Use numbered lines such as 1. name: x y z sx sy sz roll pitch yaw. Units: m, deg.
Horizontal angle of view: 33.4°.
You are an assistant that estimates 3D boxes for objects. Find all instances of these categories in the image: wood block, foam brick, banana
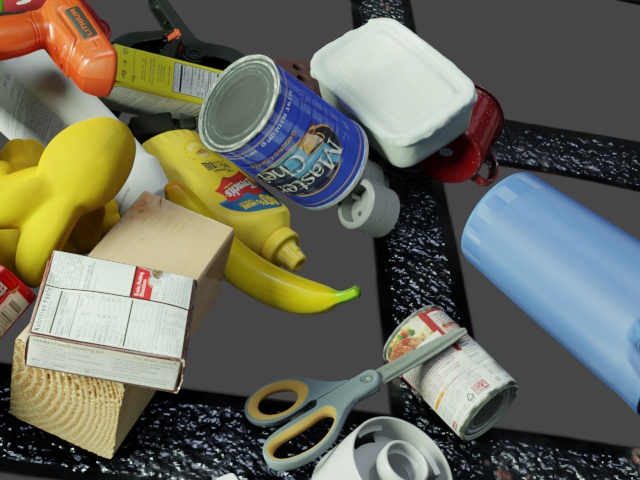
1. wood block: -0.157 0.062 0.868 0.091 0.090 0.205 22 39 6
2. foam brick: -0.025 -0.163 1.204 0.053 0.051 0.078 0 42 -20
3. banana: -0.061 0.017 0.961 0.197 0.070 0.037 29 27 -4

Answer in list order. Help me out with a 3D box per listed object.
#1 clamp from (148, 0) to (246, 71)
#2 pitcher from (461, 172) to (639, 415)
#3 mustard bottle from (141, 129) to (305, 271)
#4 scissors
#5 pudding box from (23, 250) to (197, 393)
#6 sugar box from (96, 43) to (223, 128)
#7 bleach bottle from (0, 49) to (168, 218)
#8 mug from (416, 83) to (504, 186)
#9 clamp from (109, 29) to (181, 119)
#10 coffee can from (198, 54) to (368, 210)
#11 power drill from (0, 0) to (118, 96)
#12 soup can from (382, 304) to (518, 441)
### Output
1. clamp: -0.147 -0.208 1.220 0.210 0.036 0.164 21 49 3
2. pitcher: 0.259 0.043 1.021 0.144 0.149 0.243 -32 55 -25
3. mustard bottle: -0.087 -0.033 1.025 0.192 0.058 0.096 40 27 24
4. scissors: 0.021 0.113 0.882 0.201 0.016 0.096 -38 45 -27
5. pudding box: -0.150 0.058 0.774 0.113 0.039 0.090 10 41 -7
6. sugar box: -0.147 -0.151 1.082 0.175 0.094 0.048 6 81 -35
7. bleach bottle: -0.223 -0.081 1.019 0.251 0.103 0.067 43 43 20
8. mug: 0.157 -0.108 1.188 0.117 0.093 0.081 49 42 -18
9. clamp: -0.211 -0.170 1.135 0.171 0.039 0.120 -29 69 -22
10. coffee can: -0.034 -0.103 1.043 0.140 0.103 0.103 31 24 -44
11. power drill: -0.271 -0.148 0.901 0.187 0.057 0.184 -13 54 -36
12. soup can: 0.112 0.114 0.920 0.068 0.069 0.102 -21 53 -36
